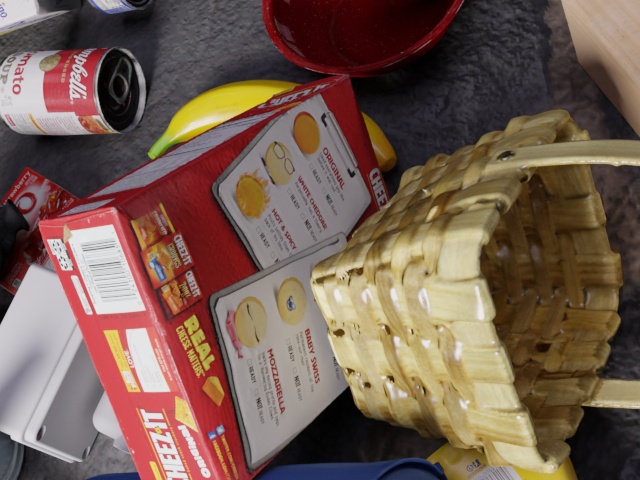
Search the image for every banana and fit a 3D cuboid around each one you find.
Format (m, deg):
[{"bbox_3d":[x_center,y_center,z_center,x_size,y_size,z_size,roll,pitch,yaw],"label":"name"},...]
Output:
[{"bbox_3d":[-0.033,-0.086,0.789,0.198,0.037,0.069,4,80,24],"label":"banana"}]

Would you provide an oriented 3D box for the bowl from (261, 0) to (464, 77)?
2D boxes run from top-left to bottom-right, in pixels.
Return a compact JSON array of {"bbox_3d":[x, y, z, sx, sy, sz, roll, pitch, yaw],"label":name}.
[{"bbox_3d":[0.040,-0.179,0.789,0.162,0.055,0.162,-9,63,18],"label":"bowl"}]

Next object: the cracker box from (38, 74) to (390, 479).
[{"bbox_3d":[-0.038,0.019,0.606,0.072,0.164,0.213,-6,20,38],"label":"cracker box"}]

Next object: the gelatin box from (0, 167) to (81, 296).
[{"bbox_3d":[-0.226,-0.003,0.831,0.073,0.030,0.089,29,79,31],"label":"gelatin box"}]

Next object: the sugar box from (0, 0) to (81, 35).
[{"bbox_3d":[-0.303,-0.189,0.912,0.176,0.093,0.048,-12,103,13],"label":"sugar box"}]

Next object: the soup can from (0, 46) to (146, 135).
[{"bbox_3d":[-0.200,-0.119,0.854,0.102,0.068,0.068,2,67,24],"label":"soup can"}]
